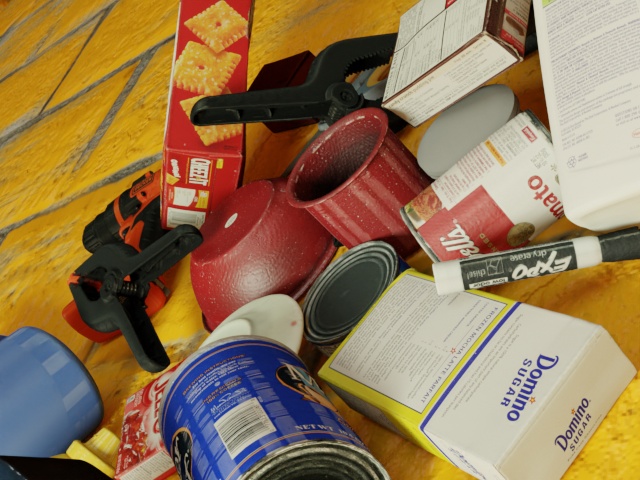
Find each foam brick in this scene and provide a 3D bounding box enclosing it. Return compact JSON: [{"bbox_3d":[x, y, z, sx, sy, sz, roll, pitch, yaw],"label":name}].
[{"bbox_3d":[-0.029,-0.144,1.046,0.078,0.051,0.053,-4,49,53],"label":"foam brick"}]

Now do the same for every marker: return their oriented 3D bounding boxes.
[{"bbox_3d":[0.124,0.011,0.599,0.121,0.020,0.020,-11,35,8],"label":"marker"}]

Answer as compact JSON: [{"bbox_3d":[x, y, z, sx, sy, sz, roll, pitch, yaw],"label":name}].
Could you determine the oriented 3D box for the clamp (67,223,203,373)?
[{"bbox_3d":[-0.158,0.033,0.897,0.172,0.039,0.120,19,83,49],"label":"clamp"}]

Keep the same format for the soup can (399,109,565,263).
[{"bbox_3d":[0.110,-0.025,0.668,0.102,0.068,0.068,-39,28,12],"label":"soup can"}]

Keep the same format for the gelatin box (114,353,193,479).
[{"bbox_3d":[-0.117,0.137,0.807,0.073,0.030,0.089,-35,29,20],"label":"gelatin box"}]

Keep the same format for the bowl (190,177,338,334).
[{"bbox_3d":[-0.056,0.001,0.881,0.162,0.055,0.162,-34,29,21],"label":"bowl"}]

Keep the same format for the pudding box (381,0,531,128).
[{"bbox_3d":[0.095,-0.141,0.742,0.114,0.039,0.090,-32,38,50],"label":"pudding box"}]

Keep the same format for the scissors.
[{"bbox_3d":[0.023,-0.112,0.967,0.096,0.016,0.201,2,53,56],"label":"scissors"}]

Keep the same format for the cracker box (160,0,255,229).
[{"bbox_3d":[-0.099,-0.134,0.964,0.164,0.072,0.213,111,164,-65],"label":"cracker box"}]

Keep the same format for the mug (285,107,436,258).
[{"bbox_3d":[0.036,-0.042,0.779,0.093,0.081,0.117,-33,30,24],"label":"mug"}]

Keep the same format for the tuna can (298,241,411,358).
[{"bbox_3d":[0.028,0.044,0.726,0.086,0.033,0.086,-34,29,22],"label":"tuna can"}]

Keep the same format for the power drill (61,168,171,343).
[{"bbox_3d":[-0.193,0.010,1.061,0.185,0.057,0.187,-32,31,32],"label":"power drill"}]

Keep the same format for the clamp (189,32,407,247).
[{"bbox_3d":[0.006,-0.111,0.874,0.209,0.164,0.036,-53,-3,-30],"label":"clamp"}]

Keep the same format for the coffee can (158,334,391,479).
[{"bbox_3d":[-0.030,0.128,0.617,0.103,0.102,0.140,-46,27,-1],"label":"coffee can"}]

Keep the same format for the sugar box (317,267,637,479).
[{"bbox_3d":[0.080,0.075,0.598,0.093,0.048,0.176,-49,30,-13],"label":"sugar box"}]

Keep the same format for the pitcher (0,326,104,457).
[{"bbox_3d":[-0.292,0.186,0.854,0.242,0.145,0.149,-41,7,-33],"label":"pitcher"}]
